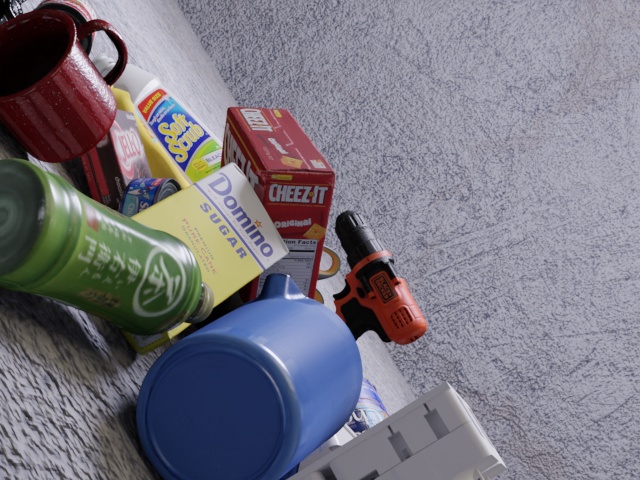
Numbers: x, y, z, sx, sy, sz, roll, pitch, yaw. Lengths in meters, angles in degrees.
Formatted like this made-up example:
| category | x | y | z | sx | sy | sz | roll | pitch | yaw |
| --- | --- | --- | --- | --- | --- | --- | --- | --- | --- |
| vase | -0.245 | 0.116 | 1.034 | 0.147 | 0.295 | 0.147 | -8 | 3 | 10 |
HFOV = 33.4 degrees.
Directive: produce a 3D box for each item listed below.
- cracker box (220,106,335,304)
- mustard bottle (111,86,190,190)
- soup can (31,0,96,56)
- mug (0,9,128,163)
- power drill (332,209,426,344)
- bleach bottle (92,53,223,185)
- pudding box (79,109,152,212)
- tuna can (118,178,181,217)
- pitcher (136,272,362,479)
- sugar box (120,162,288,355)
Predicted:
| category | x | y | z | sx | sy | sz | roll | pitch | yaw |
| --- | --- | --- | --- | --- | --- | --- | --- | --- | --- |
| cracker box | -0.057 | 0.001 | 1.008 | 0.164 | 0.072 | 0.214 | -123 | -142 | -58 |
| mustard bottle | -0.186 | -0.089 | 1.065 | 0.191 | 0.058 | 0.096 | 56 | -9 | -13 |
| soup can | -0.258 | -0.209 | 1.065 | 0.068 | 0.068 | 0.102 | 56 | 4 | -20 |
| mug | -0.198 | -0.120 | 0.807 | 0.093 | 0.117 | 0.081 | 45 | -10 | 40 |
| power drill | 0.012 | 0.076 | 1.291 | 0.184 | 0.188 | 0.057 | 61 | 7 | 23 |
| bleach bottle | -0.176 | -0.110 | 1.190 | 0.251 | 0.102 | 0.068 | 47 | -42 | 10 |
| pudding box | -0.184 | -0.071 | 0.957 | 0.113 | 0.039 | 0.090 | -69 | 144 | -86 |
| tuna can | -0.141 | -0.010 | 0.900 | 0.086 | 0.034 | 0.086 | 2 | 90 | -79 |
| pitcher | -0.047 | 0.121 | 0.777 | 0.149 | 0.145 | 0.242 | 46 | 7 | 6 |
| sugar box | -0.102 | 0.009 | 0.835 | 0.093 | 0.048 | 0.175 | 59 | 38 | -5 |
